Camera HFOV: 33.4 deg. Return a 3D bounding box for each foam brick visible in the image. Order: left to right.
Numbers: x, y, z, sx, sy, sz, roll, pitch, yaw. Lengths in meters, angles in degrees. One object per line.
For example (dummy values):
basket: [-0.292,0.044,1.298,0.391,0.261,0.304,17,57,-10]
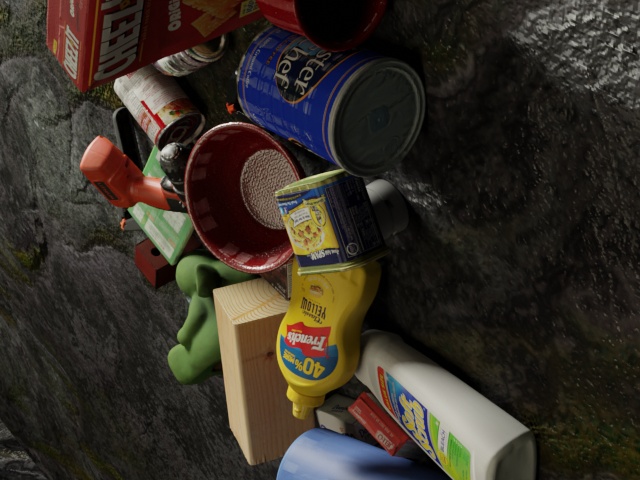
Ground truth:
foam brick: [-0.210,0.020,1.476,0.053,0.078,0.051,47,150,21]

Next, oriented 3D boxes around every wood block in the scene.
wood block: [-0.066,0.158,1.301,0.090,0.090,0.206,-131,32,-56]

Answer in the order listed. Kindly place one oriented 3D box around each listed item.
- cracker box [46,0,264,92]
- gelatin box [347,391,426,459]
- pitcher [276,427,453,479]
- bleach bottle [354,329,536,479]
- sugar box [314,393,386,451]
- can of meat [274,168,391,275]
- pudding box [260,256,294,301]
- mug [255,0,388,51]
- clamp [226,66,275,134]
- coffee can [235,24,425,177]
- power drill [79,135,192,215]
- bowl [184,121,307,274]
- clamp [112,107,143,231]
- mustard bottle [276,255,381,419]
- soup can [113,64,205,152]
cracker box: [-0.128,-0.235,0.936,0.072,0.213,0.164,53,152,15]
gelatin box: [0.078,0.202,1.158,0.073,0.030,0.089,44,-171,28]
pitcher: [0.062,0.290,1.152,0.243,0.144,0.149,17,135,41]
bleach bottle: [0.109,0.169,1.092,0.251,0.068,0.102,36,144,43]
sugar box: [0.056,0.279,1.305,0.093,0.048,0.176,6,122,59]
can of meat: [0.008,-0.018,0.979,0.102,0.057,0.084,-8,103,57]
pudding box: [-0.058,0.002,1.238,0.114,0.039,0.090,39,146,36]
mug: [0.000,-0.221,0.883,0.082,0.093,0.117,31,110,52]
clamp: [-0.055,-0.153,1.080,0.172,0.039,0.120,15,131,54]
coffee can: [0.007,-0.126,0.932,0.140,0.102,0.103,32,141,44]
power drill: [-0.193,-0.070,1.271,0.188,0.057,0.184,17,158,29]
bowl: [-0.066,-0.049,1.124,0.162,0.055,0.162,11,110,33]
clamp: [-0.248,-0.067,1.501,0.165,0.036,0.210,51,148,19]
mustard bottle: [0.000,0.100,1.126,0.096,0.058,0.192,23,109,33]
soup can: [-0.194,-0.164,1.278,0.102,0.068,0.069,52,152,18]
